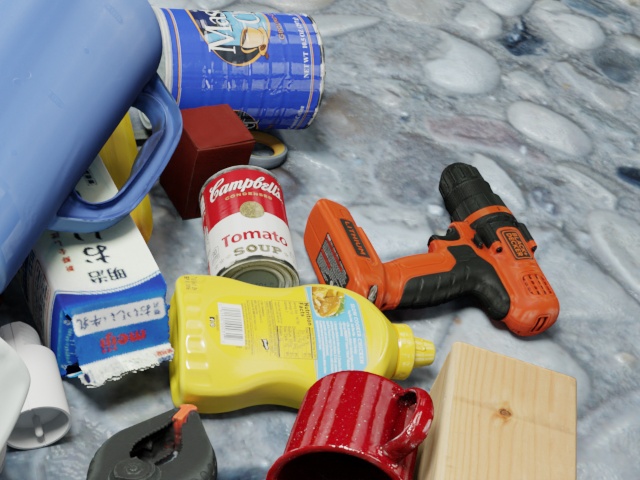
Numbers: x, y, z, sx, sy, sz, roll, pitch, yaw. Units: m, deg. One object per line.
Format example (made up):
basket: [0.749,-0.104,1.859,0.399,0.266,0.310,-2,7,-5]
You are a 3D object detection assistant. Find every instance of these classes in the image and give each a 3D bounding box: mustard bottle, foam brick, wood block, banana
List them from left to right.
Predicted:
banana: [-0.164,-0.069,0.852,0.037,0.069,0.198,-14,66,-6]
foam brick: [-0.094,-0.064,0.867,0.052,0.078,0.051,-11,50,-30]
mustard bottle: [-0.010,0.076,0.756,0.191,0.058,0.096,4,51,-16]
wood block: [0.103,0.175,0.667,0.091,0.090,0.206,17,41,0]

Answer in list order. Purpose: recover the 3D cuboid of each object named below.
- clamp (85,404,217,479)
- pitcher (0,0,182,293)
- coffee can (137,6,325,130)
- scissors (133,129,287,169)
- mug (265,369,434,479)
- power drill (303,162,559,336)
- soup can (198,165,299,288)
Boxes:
clamp: [-0.120,0.152,0.632,0.120,0.039,0.171,9,22,6]
pitcher: [-0.196,-0.070,0.695,0.149,0.145,0.242,7,47,13]
coffee can: [-0.080,-0.146,0.916,0.140,0.103,0.103,-3,45,-23]
scissors: [-0.113,-0.083,0.927,0.201,0.016,0.096,-20,54,-36]
mug: [0.027,0.130,0.672,0.093,0.117,0.081,39,34,-12]
power drill: [0.085,0.003,0.874,0.187,0.057,0.184,-3,45,-23]
soup can: [-0.055,0.001,0.817,0.068,0.069,0.102,4,44,-17]
